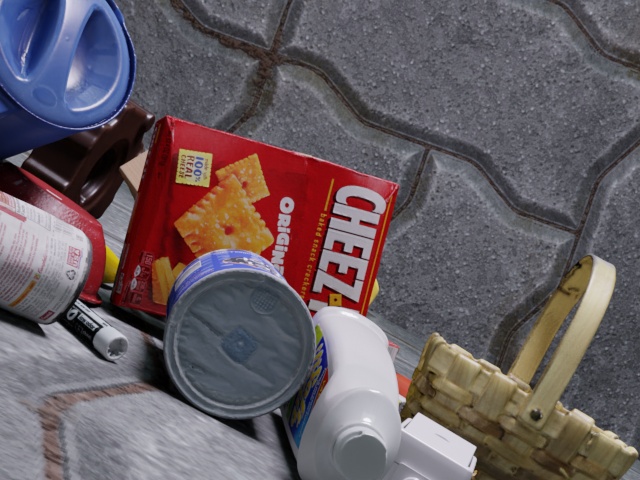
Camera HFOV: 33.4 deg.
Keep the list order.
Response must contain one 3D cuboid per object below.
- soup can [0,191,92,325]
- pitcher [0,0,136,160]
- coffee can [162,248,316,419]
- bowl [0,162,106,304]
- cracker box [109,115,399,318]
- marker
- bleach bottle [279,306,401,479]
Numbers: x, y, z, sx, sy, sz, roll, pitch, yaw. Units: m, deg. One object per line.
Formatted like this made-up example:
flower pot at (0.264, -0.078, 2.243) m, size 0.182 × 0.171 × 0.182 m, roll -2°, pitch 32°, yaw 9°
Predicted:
soup can at (-0.204, 0.005, 0.673) m, size 0.102 × 0.068 × 0.069 m, roll 29°, pitch 1°, yaw -36°
pitcher at (-0.275, -0.117, 0.848) m, size 0.243 × 0.145 × 0.149 m, roll -15°, pitch -16°, yaw 42°
coffee can at (-0.063, 0.063, 0.780) m, size 0.102 × 0.103 × 0.140 m, roll 29°, pitch 1°, yaw -9°
bowl at (-0.230, -0.015, 0.863) m, size 0.162 × 0.055 × 0.162 m, roll 35°, pitch -2°, yaw 1°
cracker box at (-0.056, 0.001, 0.918) m, size 0.213 × 0.164 × 0.072 m, roll 15°, pitch -3°, yaw -15°
marker at (-0.174, 0.049, 0.746) m, size 0.121 × 0.020 × 0.020 m, roll 30°, pitch 1°, yaw 41°
bleach bottle at (0.018, 0.109, 0.723) m, size 0.068 × 0.102 × 0.251 m, roll 26°, pitch 0°, yaw -5°
